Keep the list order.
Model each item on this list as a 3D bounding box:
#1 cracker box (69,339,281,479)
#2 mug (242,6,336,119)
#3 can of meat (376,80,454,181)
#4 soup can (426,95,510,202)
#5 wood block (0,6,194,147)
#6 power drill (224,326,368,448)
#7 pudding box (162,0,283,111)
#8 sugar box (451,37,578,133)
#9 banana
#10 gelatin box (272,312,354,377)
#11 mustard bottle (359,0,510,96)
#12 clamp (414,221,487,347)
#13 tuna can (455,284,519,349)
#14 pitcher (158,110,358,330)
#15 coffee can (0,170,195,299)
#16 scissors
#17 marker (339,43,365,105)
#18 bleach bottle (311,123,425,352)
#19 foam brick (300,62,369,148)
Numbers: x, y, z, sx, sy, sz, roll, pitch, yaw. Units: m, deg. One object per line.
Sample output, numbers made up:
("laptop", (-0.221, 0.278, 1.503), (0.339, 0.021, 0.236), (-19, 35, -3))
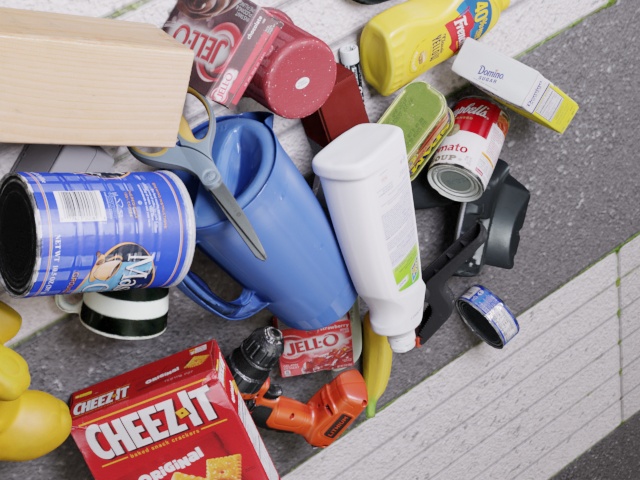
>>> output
("cracker box", (-0.144, 0.232, 1.115), (0.164, 0.072, 0.213), (-21, 113, 2))
("mug", (-0.044, -0.172, 1.009), (0.093, 0.082, 0.117), (-50, 135, -1))
("can of meat", (0.096, -0.117, 1.146), (0.102, 0.057, 0.084), (-53, 168, 2))
("soup can", (0.167, -0.103, 1.201), (0.068, 0.069, 0.102), (56, 50, -44))
("wood block", (-0.222, -0.136, 0.887), (0.205, 0.090, 0.091), (-2, 117, -37))
("power drill", (-0.041, 0.170, 1.201), (0.187, 0.057, 0.185), (15, 131, -33))
("pudding box", (-0.094, -0.177, 0.944), (0.039, 0.114, 0.090), (26, 99, -44))
("sugar box", (0.216, -0.167, 1.172), (0.176, 0.093, 0.048), (5, 115, -61))
("banana", (0.071, 0.133, 1.299), (0.037, 0.069, 0.198), (-3, 135, -1))
("gelatin box", (-0.008, 0.118, 1.234), (0.089, 0.030, 0.073), (-8, 127, -3))
("mustard bottle", (0.132, -0.231, 1.124), (0.191, 0.058, 0.096), (-32, 150, -20))
("clamp", (0.103, 0.052, 1.274), (0.164, 0.036, 0.210), (3, 137, 0))
("tuna can", (0.217, 0.098, 1.383), (0.033, 0.086, 0.086), (-41, 134, -13))
("pitcher", (-0.057, 0.001, 1.078), (0.149, 0.145, 0.242), (-26, 139, 12))
("coffee can", (-0.190, -0.007, 0.893), (0.140, 0.103, 0.103), (-3, 118, -37))
("scissors", (-0.119, -0.055, 0.965), (0.096, 0.202, 0.016), (-18, 154, -1))
("marker", (0.037, -0.151, 1.132), (0.020, 0.020, 0.121), (-28, 131, -22))
("bleach bottle", (0.061, 0.011, 1.103), (0.102, 0.068, 0.251), (-42, 130, -42))
("foam brick", (0.009, -0.139, 1.094), (0.051, 0.053, 0.078), (-35, 134, -16))
